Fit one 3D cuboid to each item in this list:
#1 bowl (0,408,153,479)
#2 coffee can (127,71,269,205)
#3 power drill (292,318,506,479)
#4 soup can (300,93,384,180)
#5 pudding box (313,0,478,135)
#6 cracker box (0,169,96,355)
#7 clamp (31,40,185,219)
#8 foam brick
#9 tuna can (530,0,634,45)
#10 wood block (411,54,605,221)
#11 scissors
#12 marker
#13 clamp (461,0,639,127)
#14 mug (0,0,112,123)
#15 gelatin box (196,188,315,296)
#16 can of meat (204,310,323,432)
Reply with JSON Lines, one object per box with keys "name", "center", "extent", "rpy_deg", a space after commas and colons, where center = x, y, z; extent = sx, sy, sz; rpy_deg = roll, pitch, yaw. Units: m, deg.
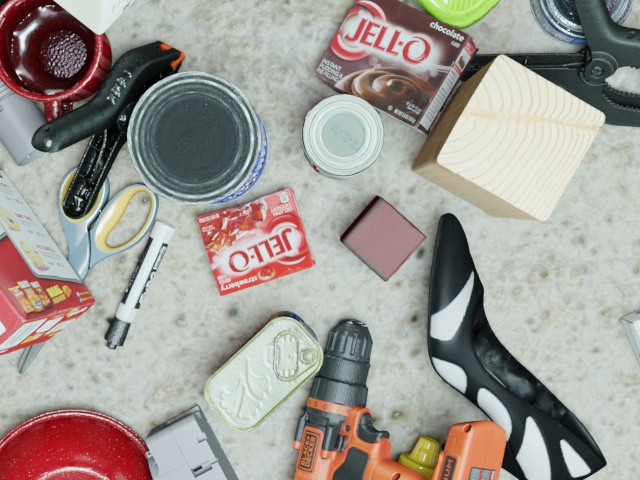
{"name": "bowl", "center": [-0.215, 0.230, 0.917], "extent": [0.162, 0.055, 0.162], "rpy_deg": [-2, 97, -14]}
{"name": "coffee can", "center": [-0.096, -0.080, 0.879], "extent": [0.103, 0.140, 0.103], "rpy_deg": [0, 92, 0]}
{"name": "power drill", "center": [0.059, 0.166, 0.883], "extent": [0.057, 0.188, 0.184], "rpy_deg": [15, 85, -45]}
{"name": "soup can", "center": [0.018, -0.086, 0.898], "extent": [0.068, 0.102, 0.068], "rpy_deg": [0, 92, 0]}
{"name": "pudding box", "center": [0.063, -0.153, 0.908], "extent": [0.114, 0.039, 0.090], "rpy_deg": [31, 93, 22]}
{"name": "cracker box", "center": [-0.292, -0.008, 0.862], "extent": [0.072, 0.164, 0.214], "rpy_deg": [-38, 87, 7]}
{"name": "clamp", "center": [-0.176, -0.107, 0.888], "extent": [0.039, 0.120, 0.171], "rpy_deg": [28, 75, 10]}
{"name": "foam brick", "center": [0.052, -0.003, 0.914], "extent": [0.051, 0.078, 0.053], "rpy_deg": [41, 94, -2]}
{"name": "tuna can", "center": [0.228, -0.215, 0.926], "extent": [0.086, 0.034, 0.086], "rpy_deg": [0, 92, 0]}
{"name": "wood block", "center": [0.140, -0.075, 0.846], "extent": [0.091, 0.206, 0.090], "rpy_deg": [30, 92, -1]}
{"name": "scissors", "center": [-0.229, 0.015, 0.945], "extent": [0.096, 0.016, 0.202], "rpy_deg": [45, 92, 0]}
{"name": "marker", "center": [-0.161, 0.041, 0.944], "extent": [0.020, 0.020, 0.121], "rpy_deg": [25, 92, -1]}
{"name": "clamp", "center": [0.233, -0.160, 0.894], "extent": [0.210, 0.036, 0.165], "rpy_deg": [24, 136, -7]}
{"name": "mug", "center": [-0.222, -0.148, 0.905], "extent": [0.093, 0.081, 0.117], "rpy_deg": [-5, 92, 0]}
{"name": "gelatin box", "center": [-0.056, 0.001, 0.937], "extent": [0.089, 0.030, 0.073], "rpy_deg": [-17, 92, 1]}
{"name": "can of meat", "center": [-0.047, 0.108, 0.914], "extent": [0.102, 0.084, 0.057], "rpy_deg": [-43, 92, 2]}
